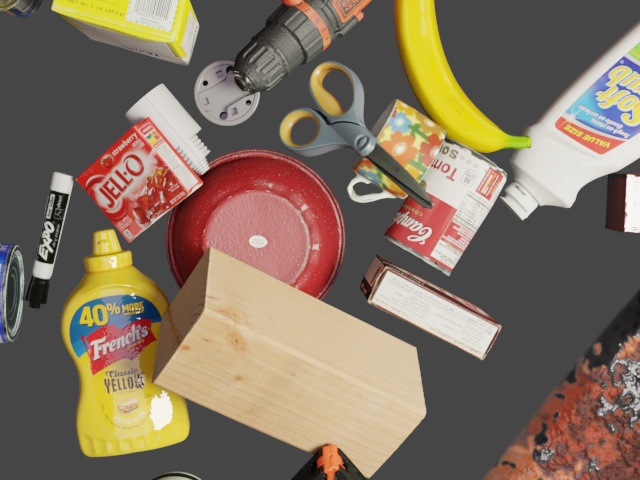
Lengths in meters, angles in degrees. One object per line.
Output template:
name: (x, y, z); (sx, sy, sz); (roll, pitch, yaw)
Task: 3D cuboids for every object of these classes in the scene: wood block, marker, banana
wood block: (-0.025, 0.104, 0.886); (0.206, 0.091, 0.090); (27, 119, -18)
marker: (-0.238, 0.001, 0.935); (0.020, 0.020, 0.121); (13, 93, -4)
banana: (0.108, -0.151, 0.930); (0.070, 0.037, 0.198); (-31, 91, 15)

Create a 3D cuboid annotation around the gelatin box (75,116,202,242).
gelatin box: (-0.156, -0.051, 0.910); (0.089, 0.030, 0.073); (-34, 98, 33)

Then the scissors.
scissors: (0.021, -0.071, 0.884); (0.096, 0.202, 0.016); (-39, 139, 19)

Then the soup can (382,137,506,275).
soup can: (0.109, -0.029, 0.928); (0.068, 0.068, 0.102); (31, 92, -5)

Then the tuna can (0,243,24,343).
tuna can: (-0.275, 0.044, 0.903); (0.033, 0.086, 0.086); (3, 94, -5)

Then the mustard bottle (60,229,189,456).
mustard bottle: (-0.174, 0.086, 0.926); (0.096, 0.058, 0.191); (-8, 94, -5)

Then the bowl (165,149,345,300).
bowl: (-0.056, 0.001, 0.928); (0.162, 0.055, 0.162); (0, 94, -4)

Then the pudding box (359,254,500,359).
pudding box: (0.093, 0.056, 0.923); (0.113, 0.090, 0.039); (25, 93, -5)

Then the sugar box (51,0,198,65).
sugar box: (-0.149, -0.178, 0.848); (0.093, 0.176, 0.048); (15, 95, -5)

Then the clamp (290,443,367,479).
clamp: (0.014, 0.259, 0.922); (0.164, 0.036, 0.210); (5, 126, -8)

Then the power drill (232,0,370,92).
power drill: (-0.033, -0.236, 0.858); (0.184, 0.057, 0.187); (-46, 130, -20)

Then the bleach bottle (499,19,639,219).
bleach bottle: (0.263, -0.108, 0.932); (0.251, 0.068, 0.102); (-44, 83, 2)
